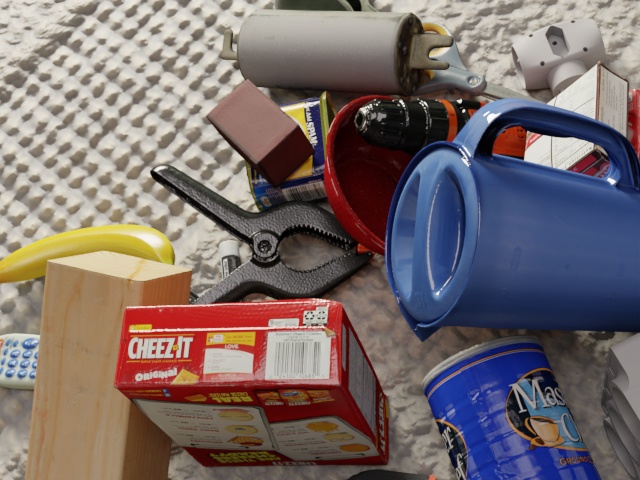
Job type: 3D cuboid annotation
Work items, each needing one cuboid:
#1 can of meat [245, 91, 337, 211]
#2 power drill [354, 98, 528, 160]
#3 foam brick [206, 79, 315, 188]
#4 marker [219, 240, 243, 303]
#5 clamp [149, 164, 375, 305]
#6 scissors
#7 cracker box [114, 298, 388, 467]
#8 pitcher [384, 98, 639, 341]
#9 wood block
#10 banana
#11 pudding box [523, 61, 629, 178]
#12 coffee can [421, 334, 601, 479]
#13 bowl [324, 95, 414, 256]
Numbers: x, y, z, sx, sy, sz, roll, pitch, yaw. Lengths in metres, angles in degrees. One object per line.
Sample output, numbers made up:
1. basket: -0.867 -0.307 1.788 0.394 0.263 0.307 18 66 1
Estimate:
1. can of meat: -0.024 -0.081 1.003 0.084 0.057 0.102 -11 63 11
2. power drill: 0.123 -0.034 0.901 0.184 0.057 0.187 3 66 -27
3. foam brick: -0.053 -0.095 0.956 0.051 0.053 0.078 -44 62 -3
4. marker: -0.079 0.058 0.973 0.020 0.020 0.121 -11 64 8
5. clamp: -0.056 0.001 0.952 0.210 0.036 0.164 -8 77 -7
6. scissors: 0.145 -0.163 1.009 0.202 0.016 0.096 10 64 25
7. cracker box: -0.043 0.116 0.829 0.164 0.213 0.072 -3 64 12
8. pitcher: 0.183 -0.002 0.794 0.242 0.149 0.145 6 66 -23
9. wood block: -0.174 0.121 0.878 0.090 0.090 0.206 11 98 19
10. banana: -0.215 0.013 1.007 0.198 0.037 0.069 -2 30 20
11. pudding box: 0.211 -0.081 0.887 0.039 0.090 0.113 30 48 -20
12. coffee can: 0.150 0.158 0.825 0.103 0.102 0.140 -21 63 3
13. bowl: 0.060 -0.044 0.939 0.161 0.055 0.162 16 58 -28
